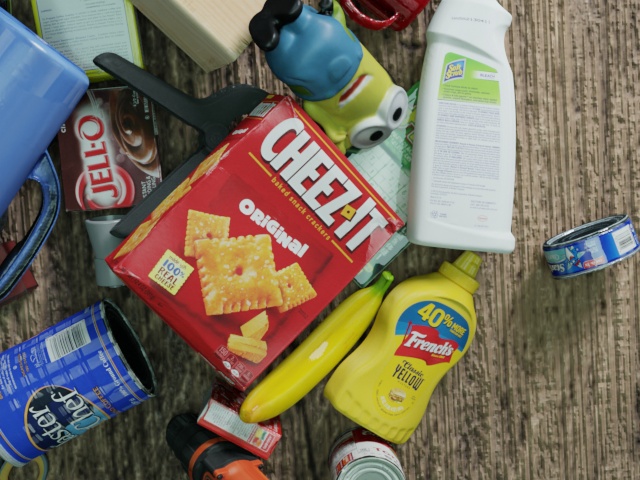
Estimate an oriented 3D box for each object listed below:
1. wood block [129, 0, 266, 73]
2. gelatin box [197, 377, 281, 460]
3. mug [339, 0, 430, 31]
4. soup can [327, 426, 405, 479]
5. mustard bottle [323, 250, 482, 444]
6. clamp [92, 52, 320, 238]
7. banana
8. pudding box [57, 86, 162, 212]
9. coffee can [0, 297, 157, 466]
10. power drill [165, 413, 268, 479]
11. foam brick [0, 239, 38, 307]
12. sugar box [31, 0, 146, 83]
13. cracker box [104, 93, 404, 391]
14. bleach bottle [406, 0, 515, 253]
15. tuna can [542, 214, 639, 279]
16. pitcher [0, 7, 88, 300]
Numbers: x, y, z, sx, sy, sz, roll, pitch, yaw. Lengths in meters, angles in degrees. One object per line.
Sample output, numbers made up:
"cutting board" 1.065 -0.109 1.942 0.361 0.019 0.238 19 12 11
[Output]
"wood block" -0.135 -0.252 0.926 0.206 0.090 0.090 42 76 -17
"gelatin box" -0.074 0.164 0.993 0.073 0.089 0.030 30 93 -5
"mug" 0.060 -0.236 0.959 0.081 0.093 0.117 37 58 -10
"soup can" 0.043 0.219 0.995 0.068 0.102 0.068 0 94 -2
"mustard bottle" 0.092 0.092 1.006 0.096 0.058 0.191 33 92 -24
"clamp" -0.103 -0.083 0.975 0.209 0.036 0.164 1 96 -18
"banana" -0.007 0.103 0.987 0.037 0.069 0.197 35 65 22
"pudding box" -0.196 -0.085 0.992 0.090 0.039 0.113 -5 95 -2
"coffee can" -0.235 0.129 0.977 0.140 0.103 0.103 -28 95 0
"power drill" -0.097 0.272 0.984 0.057 0.185 0.188 -7 114 -32
"foam brick" -0.312 0.041 0.992 0.078 0.053 0.051 -29 95 -1
"sugar box" -0.219 -0.234 0.977 0.093 0.048 0.176 -8 92 -3
"cracker box" -0.056 0.001 0.945 0.213 0.072 0.164 -46 108 -7
"bleach bottle" 0.139 -0.118 0.976 0.102 0.068 0.251 6 94 -5
"tuna can" 0.252 0.005 0.994 0.086 0.086 0.034 -21 93 0
"pitcher" -0.300 -0.067 0.907 0.145 0.149 0.243 37 90 25
